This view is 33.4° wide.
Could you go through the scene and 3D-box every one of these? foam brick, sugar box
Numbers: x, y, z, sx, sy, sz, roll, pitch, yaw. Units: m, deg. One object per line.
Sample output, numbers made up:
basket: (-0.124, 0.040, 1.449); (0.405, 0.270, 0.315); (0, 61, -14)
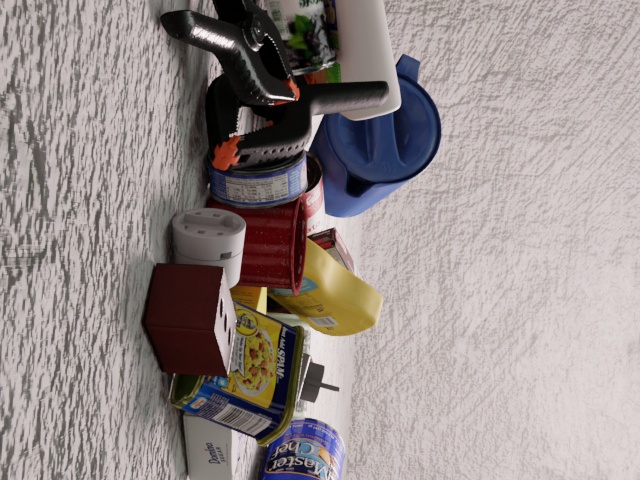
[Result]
foam brick: (-0.093, 0.058, 0.774); (0.078, 0.051, 0.053); (84, 11, -58)
sugar box: (-0.081, 0.118, 0.950); (0.176, 0.048, 0.093); (-83, 176, -47)

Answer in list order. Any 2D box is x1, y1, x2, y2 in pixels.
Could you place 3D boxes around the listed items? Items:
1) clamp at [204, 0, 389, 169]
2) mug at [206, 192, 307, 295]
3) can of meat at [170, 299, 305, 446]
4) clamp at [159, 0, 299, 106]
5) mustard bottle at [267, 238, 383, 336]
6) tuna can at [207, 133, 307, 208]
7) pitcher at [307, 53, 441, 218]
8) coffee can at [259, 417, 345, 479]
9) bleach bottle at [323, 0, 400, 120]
clamp: (-0.030, -0.121, 0.918); (0.036, 0.164, 0.209); (-58, -173, 43)
mug: (-0.056, 0.001, 0.949); (0.117, 0.081, 0.093); (52, 42, -81)
can of meat: (-0.065, 0.100, 0.848); (0.058, 0.083, 0.102); (-41, -149, 44)
clamp: (-0.064, -0.168, 0.810); (0.171, 0.039, 0.120); (44, 49, -57)
mustard bottle: (-0.027, 0.032, 1.070); (0.191, 0.096, 0.058); (39, 59, -40)
tuna can: (-0.054, -0.061, 0.916); (0.086, 0.086, 0.034); (-76, 166, -60)
pitcher: (0.053, -0.113, 1.283); (0.243, 0.149, 0.145); (135, -67, -74)
coffee can: (-0.026, 0.304, 1.331); (0.140, 0.103, 0.103); (-75, 168, -62)
bleach bottle: (0.026, -0.250, 1.037); (0.103, 0.068, 0.251); (-120, -162, -59)
